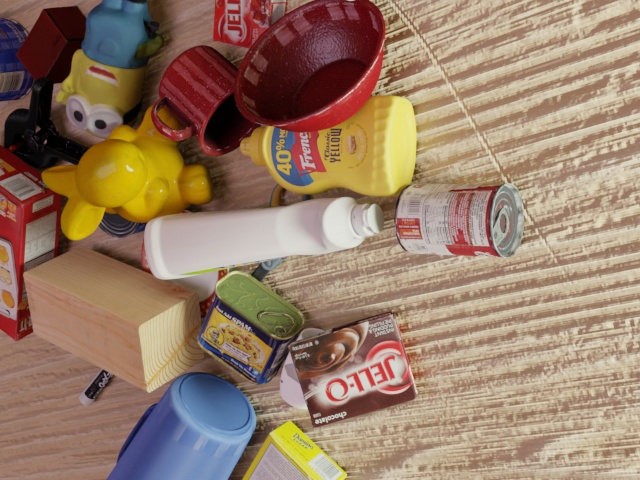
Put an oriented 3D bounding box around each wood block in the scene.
[{"bbox_3d":[-0.241,0.087,1.238,0.206,0.090,0.090,19,123,36],"label":"wood block"}]

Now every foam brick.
[{"bbox_3d":[-0.306,-0.226,1.243,0.053,0.051,0.078,52,125,11],"label":"foam brick"}]

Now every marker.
[{"bbox_3d":[-0.270,0.168,1.344,0.020,0.020,0.121,50,125,13],"label":"marker"}]

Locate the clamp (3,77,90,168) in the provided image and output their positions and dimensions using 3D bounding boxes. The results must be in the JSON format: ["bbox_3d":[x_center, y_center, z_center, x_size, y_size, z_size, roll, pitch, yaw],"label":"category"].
[{"bbox_3d":[-0.327,-0.120,1.280,0.172,0.039,0.120,-20,103,55],"label":"clamp"}]

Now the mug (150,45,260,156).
[{"bbox_3d":[-0.122,-0.142,1.103,0.081,0.117,0.093,43,152,23],"label":"mug"}]

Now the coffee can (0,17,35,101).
[{"bbox_3d":[-0.426,-0.211,1.275,0.103,0.140,0.103,10,108,32],"label":"coffee can"}]

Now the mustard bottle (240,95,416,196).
[{"bbox_3d":[0.000,-0.094,1.061,0.192,0.058,0.096,3,94,35],"label":"mustard bottle"}]

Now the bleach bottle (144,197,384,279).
[{"bbox_3d":[-0.053,-0.007,1.073,0.251,0.102,0.068,-7,92,35],"label":"bleach bottle"}]

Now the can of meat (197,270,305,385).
[{"bbox_3d":[-0.078,0.097,1.160,0.102,0.057,0.084,34,127,13],"label":"can of meat"}]

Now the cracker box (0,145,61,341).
[{"bbox_3d":[-0.406,-0.007,1.343,0.164,0.071,0.214,32,128,25],"label":"cracker box"}]

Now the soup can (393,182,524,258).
[{"bbox_3d":[0.128,-0.019,0.987,0.102,0.068,0.068,2,104,35],"label":"soup can"}]

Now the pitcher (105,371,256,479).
[{"bbox_3d":[-0.176,0.264,1.249,0.149,0.144,0.243,36,117,8],"label":"pitcher"}]

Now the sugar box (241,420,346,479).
[{"bbox_3d":[-0.049,0.298,1.211,0.093,0.048,0.176,42,126,18],"label":"sugar box"}]

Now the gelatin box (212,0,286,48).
[{"bbox_3d":[-0.072,-0.242,1.089,0.073,0.030,0.089,18,112,30],"label":"gelatin box"}]

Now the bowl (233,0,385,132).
[{"bbox_3d":[-0.001,-0.157,1.017,0.162,0.055,0.162,-18,49,22],"label":"bowl"}]

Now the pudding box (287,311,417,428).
[{"bbox_3d":[0.033,0.130,1.083,0.113,0.039,0.090,-17,92,6],"label":"pudding box"}]

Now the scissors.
[{"bbox_3d":[-0.058,0.001,1.154,0.202,0.016,0.096,-30,83,36],"label":"scissors"}]

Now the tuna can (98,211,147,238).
[{"bbox_3d":[-0.230,-0.048,1.249,0.086,0.033,0.086,10,108,33],"label":"tuna can"}]
